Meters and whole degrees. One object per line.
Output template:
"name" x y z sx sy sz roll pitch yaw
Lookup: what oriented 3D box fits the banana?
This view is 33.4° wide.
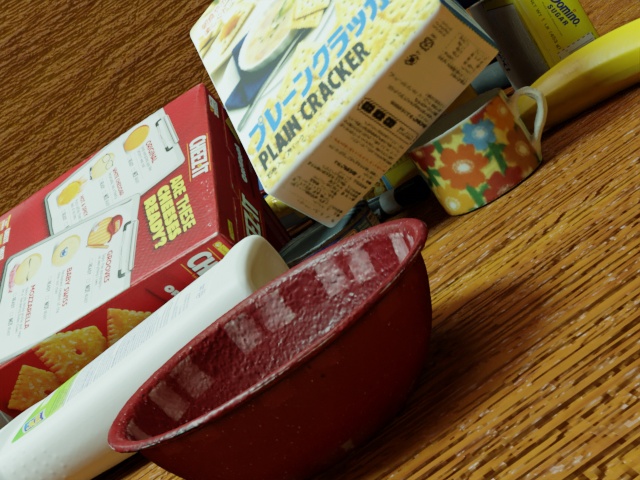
"banana" 0.196 -0.111 0.684 0.198 0.037 0.069 -28 29 42

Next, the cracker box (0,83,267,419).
"cracker box" -0.141 0.011 0.749 0.214 0.072 0.164 -30 41 17

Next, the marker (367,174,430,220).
"marker" 0.038 -0.022 0.816 0.121 0.020 0.020 -26 12 42

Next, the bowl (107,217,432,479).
"bowl" -0.009 0.057 0.457 0.162 0.055 0.162 -33 9 6

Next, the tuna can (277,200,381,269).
"tuna can" 0.005 0.010 0.721 0.086 0.034 0.086 -33 9 6

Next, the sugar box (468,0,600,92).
"sugar box" 0.169 -0.159 0.833 0.048 0.093 0.176 -31 10 5

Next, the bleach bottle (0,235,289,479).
"bleach bottle" -0.123 0.097 0.634 0.251 0.068 0.102 -34 9 12
